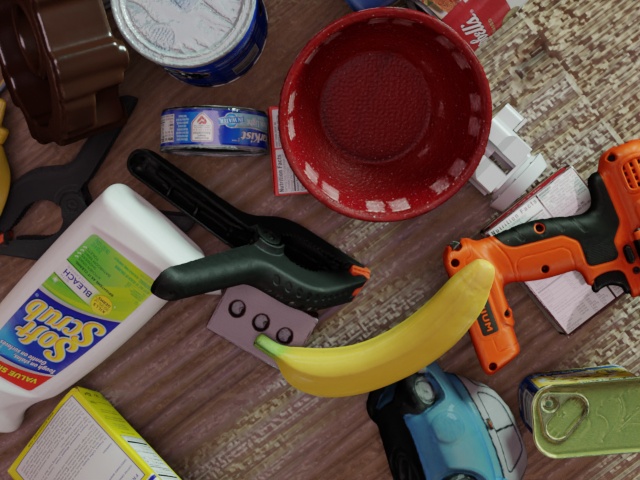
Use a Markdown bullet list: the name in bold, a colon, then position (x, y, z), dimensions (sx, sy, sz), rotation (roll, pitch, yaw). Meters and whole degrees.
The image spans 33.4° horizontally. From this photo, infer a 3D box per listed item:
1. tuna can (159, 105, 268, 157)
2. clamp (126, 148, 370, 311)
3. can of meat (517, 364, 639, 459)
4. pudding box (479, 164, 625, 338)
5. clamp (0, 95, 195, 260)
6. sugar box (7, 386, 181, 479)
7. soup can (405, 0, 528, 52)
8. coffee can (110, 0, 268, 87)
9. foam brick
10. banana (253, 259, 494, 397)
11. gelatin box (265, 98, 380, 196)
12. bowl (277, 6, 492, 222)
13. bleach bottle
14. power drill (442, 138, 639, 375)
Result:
- **tuna can**: position (-0.084, -0.085, 0.843), dimensions (0.086, 0.086, 0.034), rotation (1, 90, 1)
- **clamp**: position (-0.055, 0.001, 0.833), dimensions (0.209, 0.165, 0.036), rotation (14, 124, -35)
- **can of meat**: position (0.211, 0.132, 0.845), dimensions (0.102, 0.084, 0.057), rotation (-5, 92, 1)
- **pudding box**: position (0.198, 0.008, 0.864), dimensions (0.090, 0.039, 0.113), rotation (-38, 89, 5)
- **clamp**: position (-0.198, -0.042, 0.871), dimensions (0.171, 0.039, 0.120), rotation (-17, 91, 0)
- **sugar box**: position (-0.161, 0.205, 0.839), dimensions (0.176, 0.048, 0.093), rotation (39, 94, 27)
- **soup can**: position (0.127, -0.200, 0.842), dimensions (0.102, 0.068, 0.068), rotation (-43, 91, 2)
- **coffee can**: position (-0.095, -0.175, 0.812), dimensions (0.103, 0.140, 0.103), rotation (0, 92, 1)
- **foam brick**: position (-0.046, 0.064, 0.865), dimensions (0.078, 0.051, 0.053), rotation (30, 92, 0)
- **banana**: position (0.047, 0.076, 0.799), dimensions (0.198, 0.037, 0.069), rotation (-21, 114, 19)
- **gelatin box**: position (0.003, -0.076, 0.869), dimensions (0.089, 0.030, 0.073), rotation (-5, 93, 1)
- **bowl**: position (0.046, -0.098, 0.816), dimensions (0.162, 0.055, 0.162), rotation (-1, 105, -5)
- **bleach bottle**: position (-0.209, 0.076, 0.853), dimensions (0.102, 0.068, 0.251), rotation (42, 104, -7)
- **power drill**: position (0.200, 0.036, 0.817), dimensions (0.187, 0.057, 0.184), rotation (-21, 87, 3)
